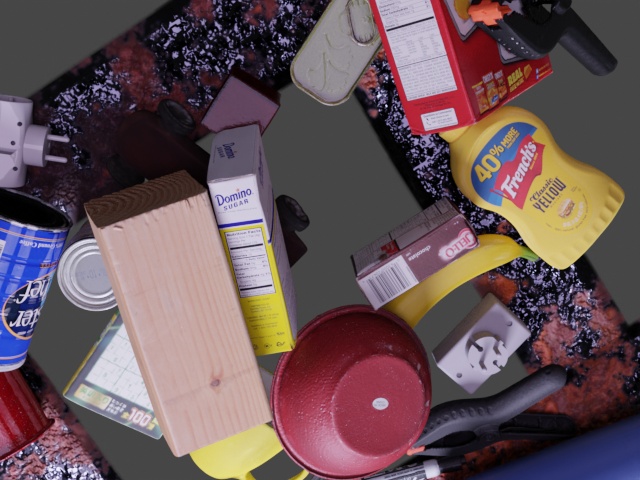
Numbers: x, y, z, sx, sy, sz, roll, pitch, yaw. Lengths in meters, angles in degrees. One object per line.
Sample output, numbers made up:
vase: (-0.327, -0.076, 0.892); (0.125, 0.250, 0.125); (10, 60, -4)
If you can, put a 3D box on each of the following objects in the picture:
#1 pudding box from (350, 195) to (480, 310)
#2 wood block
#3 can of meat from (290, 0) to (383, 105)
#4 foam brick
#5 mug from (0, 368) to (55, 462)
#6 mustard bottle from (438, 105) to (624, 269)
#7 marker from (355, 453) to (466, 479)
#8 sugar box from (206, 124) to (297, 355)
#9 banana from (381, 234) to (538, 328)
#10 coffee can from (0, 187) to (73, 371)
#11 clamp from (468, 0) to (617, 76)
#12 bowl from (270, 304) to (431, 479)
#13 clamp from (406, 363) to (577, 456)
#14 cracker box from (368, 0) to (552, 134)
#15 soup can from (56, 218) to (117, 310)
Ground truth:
pudding box: (0.084, 0.009, 0.971); (0.113, 0.090, 0.039); (-31, 101, 5)
wood block: (-0.117, 0.059, 0.881); (0.090, 0.090, 0.206); (-19, 111, -14)
can of meat: (0.018, -0.173, 0.928); (0.057, 0.084, 0.102); (32, 100, -9)
foam brick: (-0.069, -0.117, 0.942); (0.053, 0.078, 0.051); (32, 102, -9)
mug: (-0.316, 0.161, 1.000); (0.117, 0.093, 0.081); (-21, 101, 40)
mustard bottle: (0.177, -0.066, 0.973); (0.191, 0.058, 0.096); (38, 98, -10)
marker: (0.086, 0.233, 1.060); (0.121, 0.020, 0.020); (-15, 103, 1)
sugar box: (-0.056, 0.001, 0.904); (0.048, 0.093, 0.176); (-11, 121, 5)
banana: (0.111, 0.049, 1.006); (0.198, 0.037, 0.069); (-34, 111, 7)
coffee can: (-0.293, 0.032, 0.955); (0.102, 0.103, 0.140); (21, 101, -7)
clamp: (0.190, -0.215, 0.892); (0.036, 0.209, 0.164); (0, 100, 41)
bowl: (0.039, 0.140, 0.939); (0.161, 0.055, 0.162); (-3, 97, -24)
clamp: (0.163, 0.166, 1.017); (0.171, 0.039, 0.120); (-12, 134, 0)
cracker box: (0.106, -0.212, 0.883); (0.072, 0.163, 0.213); (-9, 107, 39)
soup can: (-0.194, 0.017, 0.956); (0.068, 0.102, 0.068); (-1, 103, -3)
